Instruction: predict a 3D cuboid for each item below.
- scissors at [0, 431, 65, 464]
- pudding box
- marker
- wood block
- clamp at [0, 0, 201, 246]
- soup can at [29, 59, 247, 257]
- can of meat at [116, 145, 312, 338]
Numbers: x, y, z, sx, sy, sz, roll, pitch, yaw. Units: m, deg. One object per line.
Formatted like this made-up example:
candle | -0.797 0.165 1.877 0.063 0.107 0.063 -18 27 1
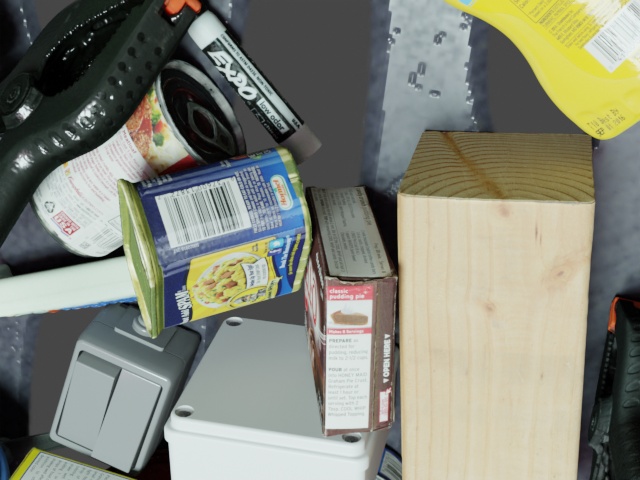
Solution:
scissors | -0.221 0.160 0.730 0.202 0.016 0.096 0 117 15
pudding box | 0.013 0.033 0.554 0.039 0.113 0.090 -4 115 -6
marker | -0.044 -0.091 0.563 0.020 0.020 0.121 -34 103 26
wood block | 0.091 0.056 0.557 0.090 0.090 0.206 3 116 13
clamp | -0.146 -0.056 0.544 0.210 0.164 0.036 -32 138 21
soup can | -0.099 -0.042 0.574 0.102 0.068 0.068 -30 105 25
can of meat | -0.054 0.001 0.539 0.083 0.057 0.102 -15 158 -14
